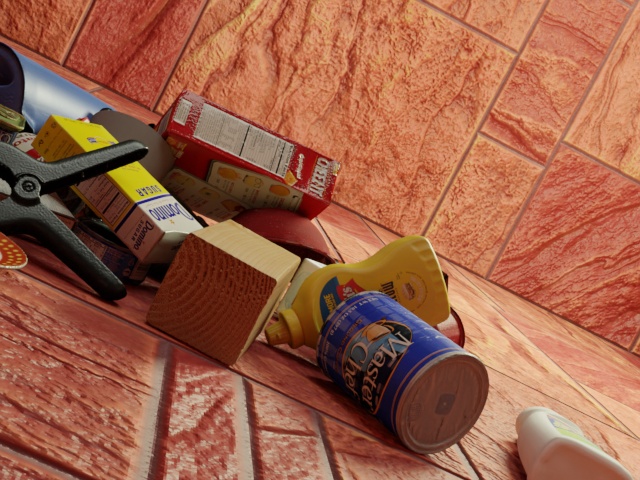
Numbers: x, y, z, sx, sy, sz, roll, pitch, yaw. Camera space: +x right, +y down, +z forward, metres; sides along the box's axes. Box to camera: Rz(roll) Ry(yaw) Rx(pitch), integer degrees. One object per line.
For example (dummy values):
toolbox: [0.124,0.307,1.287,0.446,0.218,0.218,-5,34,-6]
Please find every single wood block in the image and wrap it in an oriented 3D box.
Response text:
wood block: [-0.087,0.044,1.022,0.091,0.090,0.206,28,6,2]

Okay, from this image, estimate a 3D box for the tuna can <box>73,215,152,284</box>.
tuna can: [-0.206,0.010,1.050,0.086,0.034,0.086,27,6,-3]

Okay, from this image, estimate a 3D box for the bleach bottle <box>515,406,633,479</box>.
bleach bottle: [0.249,0.221,1.134,0.102,0.068,0.251,28,4,-2]

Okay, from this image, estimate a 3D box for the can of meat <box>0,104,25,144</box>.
can of meat: [-0.345,-0.095,1.087,0.057,0.084,0.102,25,7,-18]

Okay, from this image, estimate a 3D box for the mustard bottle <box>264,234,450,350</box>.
mustard bottle: [0.033,0.067,1.098,0.191,0.096,0.058,-19,10,-14]

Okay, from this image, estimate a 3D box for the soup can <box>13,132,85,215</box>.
soup can: [-0.300,-0.069,1.140,0.068,0.068,0.102,21,8,-45]

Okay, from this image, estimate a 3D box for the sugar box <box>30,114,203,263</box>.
sugar box: [-0.197,-0.050,1.056,0.176,0.048,0.093,41,14,17]

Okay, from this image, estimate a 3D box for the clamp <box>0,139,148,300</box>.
clamp: [-0.256,-0.030,0.943,0.209,0.164,0.036,7,-30,-20]

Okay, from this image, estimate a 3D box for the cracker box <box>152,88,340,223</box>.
cracker box: [-0.107,-0.084,1.301,0.213,0.072,0.164,24,-28,-17]

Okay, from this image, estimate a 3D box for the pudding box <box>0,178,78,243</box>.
pudding box: [-0.298,-0.036,1.021,0.113,0.039,0.090,21,11,-33]

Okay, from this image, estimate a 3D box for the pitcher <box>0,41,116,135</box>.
pitcher: [-0.360,-0.159,1.352,0.145,0.149,0.242,-10,-13,22]

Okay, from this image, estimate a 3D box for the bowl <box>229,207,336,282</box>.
bowl: [-0.058,0.002,1.283,0.162,0.055,0.162,4,-19,1]

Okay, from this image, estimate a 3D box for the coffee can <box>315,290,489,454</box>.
coffee can: [0.075,0.122,1.009,0.102,0.103,0.140,22,8,-40]
